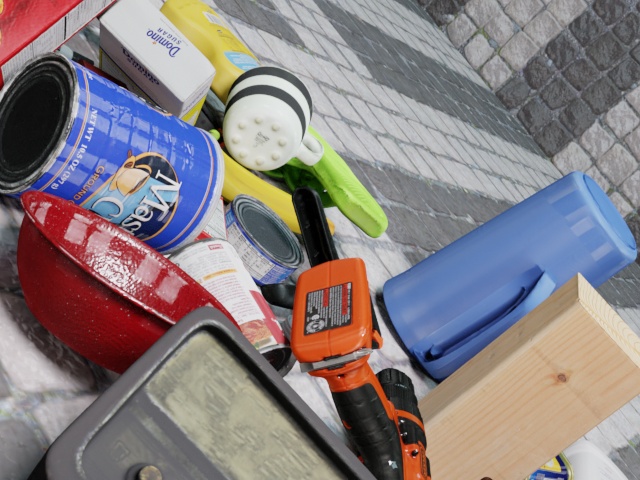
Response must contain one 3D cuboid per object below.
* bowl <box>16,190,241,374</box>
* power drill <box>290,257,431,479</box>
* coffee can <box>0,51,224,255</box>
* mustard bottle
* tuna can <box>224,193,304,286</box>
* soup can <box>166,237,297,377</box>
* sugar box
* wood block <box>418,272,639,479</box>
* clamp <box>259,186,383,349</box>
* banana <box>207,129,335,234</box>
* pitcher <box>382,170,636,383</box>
[{"bbox_3d":[-0.129,0.036,0.660,0.162,0.055,0.162,35,5,-4],"label":"bowl"},{"bbox_3d":[0.036,0.108,0.797,0.184,0.057,0.187,-90,160,-59],"label":"power drill"},{"bbox_3d":[-0.153,-0.058,0.759,0.140,0.103,0.103,26,28,-46],"label":"coffee can"},{"bbox_3d":[-0.090,-0.173,1.111,0.192,0.058,0.096,48,17,23],"label":"mustard bottle"},{"bbox_3d":[-0.056,0.001,0.953,0.086,0.034,0.086,40,20,-19],"label":"tuna can"},{"bbox_3d":[-0.070,0.057,0.763,0.068,0.069,0.102,16,36,-57],"label":"soup can"},{"bbox_3d":[-0.141,-0.139,0.898,0.093,0.048,0.176,45,-16,-4],"label":"sugar box"},{"bbox_3d":[0.169,0.135,0.905,0.091,0.206,0.090,47,20,-2],"label":"wood block"},{"bbox_3d":[0.008,0.036,0.944,0.171,0.039,0.120,48,50,-46],"label":"clamp"},{"bbox_3d":[-0.065,-0.047,0.995,0.070,0.037,0.197,16,-13,42],"label":"banana"},{"bbox_3d":[0.193,0.041,1.087,0.144,0.243,0.149,23,37,-53],"label":"pitcher"}]
